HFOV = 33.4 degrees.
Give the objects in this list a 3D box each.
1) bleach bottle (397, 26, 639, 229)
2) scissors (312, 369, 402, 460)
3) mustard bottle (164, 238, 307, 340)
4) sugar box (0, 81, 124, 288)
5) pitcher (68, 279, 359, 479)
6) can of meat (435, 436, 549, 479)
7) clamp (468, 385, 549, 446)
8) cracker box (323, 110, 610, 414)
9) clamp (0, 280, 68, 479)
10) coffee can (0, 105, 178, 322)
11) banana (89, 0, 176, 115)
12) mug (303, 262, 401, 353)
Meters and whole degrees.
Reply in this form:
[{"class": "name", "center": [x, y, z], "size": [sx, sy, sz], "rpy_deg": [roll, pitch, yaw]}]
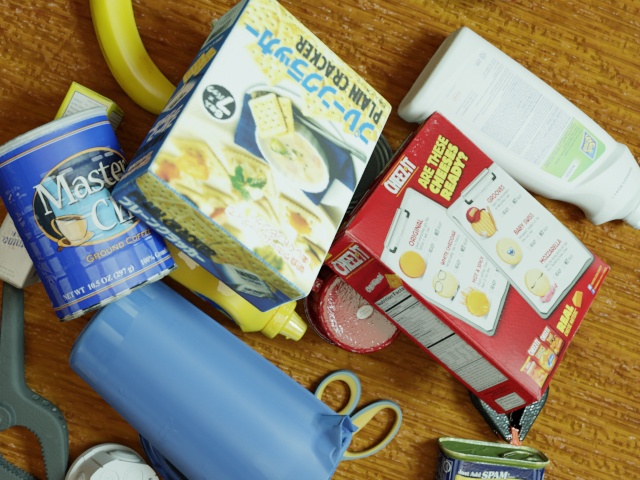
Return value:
[{"class": "bleach bottle", "center": [0.200, -0.086, 0.988], "size": [0.250, 0.068, 0.102], "rpy_deg": [35, 89, -8]}, {"class": "scissors", "center": [-0.019, 0.197, 1.002], "size": [0.201, 0.016, 0.096], "rpy_deg": [-31, 93, -3]}, {"class": "mustard bottle", "center": [-0.094, 0.028, 0.947], "size": [0.191, 0.096, 0.058], "rpy_deg": [35, 89, -6]}, {"class": "sugar box", "center": [-0.232, -0.047, 0.932], "size": [0.048, 0.093, 0.176], "rpy_deg": [29, 89, -4]}, {"class": "pitcher", "center": [-0.102, 0.149, 0.936], "size": [0.243, 0.145, 0.149], "rpy_deg": [39, 80, 3]}, {"class": "can of meat", "center": [0.156, 0.236, 1.000], "size": [0.102, 0.057, 0.084], "rpy_deg": [7, 94, -5]}, {"class": "clamp", "center": [0.167, 0.105, 1.004], "size": [0.120, 0.039, 0.171], "rpy_deg": [6, 88, -5]}, {"class": "cracker box", "center": [0.127, 0.020, 0.922], "size": [0.213, 0.072, 0.164], "rpy_deg": [41, 57, -5]}, {"class": "clamp", "center": [-0.302, 0.159, 0.961], "size": [0.164, 0.036, 0.210], "rpy_deg": [-27, 97, -5]}, {"class": "coffee can", "center": [-0.188, -0.021, 0.838], "size": [0.102, 0.103, 0.140], "rpy_deg": [-25, 95, -4]}, {"class": "banana", "center": [-0.169, -0.190, 0.963], "size": [0.069, 0.037, 0.198], "rpy_deg": [-27, 96, -21]}, {"class": "mug", "center": [0.023, 0.052, 0.966], "size": [0.117, 0.081, 0.093], "rpy_deg": [29, 89, -6]}]
